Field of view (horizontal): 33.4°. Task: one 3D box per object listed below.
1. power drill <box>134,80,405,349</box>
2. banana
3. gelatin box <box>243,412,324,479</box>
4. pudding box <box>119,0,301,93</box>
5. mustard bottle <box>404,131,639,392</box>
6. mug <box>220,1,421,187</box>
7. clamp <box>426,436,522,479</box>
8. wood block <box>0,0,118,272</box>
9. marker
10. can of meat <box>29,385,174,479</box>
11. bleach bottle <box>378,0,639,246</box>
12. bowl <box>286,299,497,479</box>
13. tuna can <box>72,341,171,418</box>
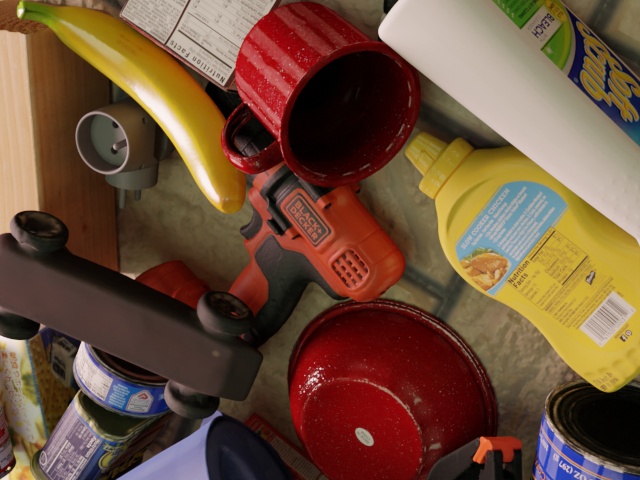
[{"bbox_3d":[-0.055,0.001,0.740,0.184,0.057,0.188,52,124,9],"label":"power drill"},{"bbox_3d":[-0.107,-0.091,0.683,0.198,0.069,0.037,41,134,13],"label":"banana"},{"bbox_3d":[-0.048,0.189,0.828,0.073,0.030,0.089,38,121,8],"label":"gelatin box"},{"bbox_3d":[-0.060,-0.163,0.672,0.090,0.039,0.113,36,105,10],"label":"pudding box"},{"bbox_3d":[0.130,-0.001,0.646,0.192,0.058,0.096,39,125,8],"label":"mustard bottle"},{"bbox_3d":[-0.009,-0.084,0.639,0.117,0.093,0.082,-39,45,-2],"label":"mug"},{"bbox_3d":[0.081,0.197,0.700,0.120,0.039,0.171,27,105,47],"label":"clamp"},{"bbox_3d":[-0.211,-0.061,0.775,0.091,0.090,0.206,11,115,22],"label":"wood block"},{"bbox_3d":[0.043,-0.110,0.669,0.020,0.020,0.121,16,116,20],"label":"marker"},{"bbox_3d":[-0.164,0.146,0.827,0.057,0.101,0.084,43,120,11],"label":"can of meat"},{"bbox_3d":[0.154,-0.067,0.596,0.251,0.102,0.068,40,129,0],"label":"bleach bottle"},{"bbox_3d":[0.038,0.124,0.745,0.162,0.055,0.162,10,114,23],"label":"bowl"},{"bbox_3d":[-0.140,0.092,0.802,0.086,0.086,0.034,32,119,12],"label":"tuna can"}]
